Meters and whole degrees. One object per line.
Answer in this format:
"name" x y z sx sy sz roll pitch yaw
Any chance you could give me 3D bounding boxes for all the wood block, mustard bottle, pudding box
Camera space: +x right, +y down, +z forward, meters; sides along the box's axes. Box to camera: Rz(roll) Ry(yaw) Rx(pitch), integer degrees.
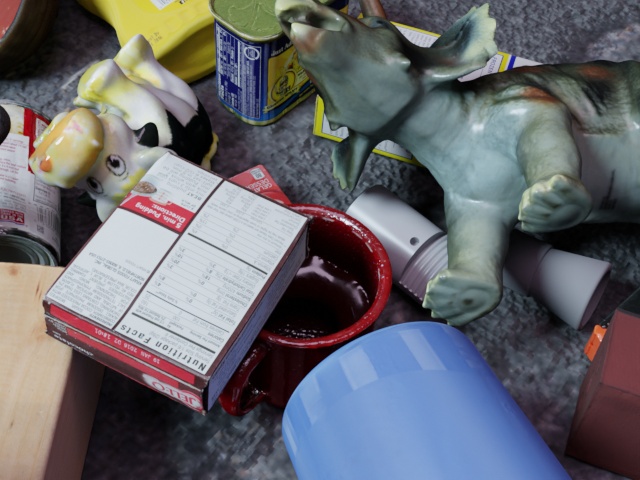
"wood block" -0.169 0.119 0.514 0.090 0.091 0.206 5 53 0
"mustard bottle" -0.132 -0.195 0.776 0.096 0.058 0.192 -33 61 -14
"pudding box" -0.067 0.017 0.523 0.090 0.039 0.113 26 55 10

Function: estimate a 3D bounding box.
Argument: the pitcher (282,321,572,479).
"pitcher" 0.081 0.158 0.477 0.145 0.149 0.243 -21 51 -10

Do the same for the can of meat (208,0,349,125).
"can of meat" -0.026 -0.138 0.723 0.057 0.084 0.102 38 59 23

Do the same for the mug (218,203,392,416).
"mug" -0.017 0.048 0.583 0.093 0.081 0.117 26 55 16

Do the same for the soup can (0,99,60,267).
"soup can" -0.189 -0.024 0.636 0.068 0.068 0.102 -5 54 -8
